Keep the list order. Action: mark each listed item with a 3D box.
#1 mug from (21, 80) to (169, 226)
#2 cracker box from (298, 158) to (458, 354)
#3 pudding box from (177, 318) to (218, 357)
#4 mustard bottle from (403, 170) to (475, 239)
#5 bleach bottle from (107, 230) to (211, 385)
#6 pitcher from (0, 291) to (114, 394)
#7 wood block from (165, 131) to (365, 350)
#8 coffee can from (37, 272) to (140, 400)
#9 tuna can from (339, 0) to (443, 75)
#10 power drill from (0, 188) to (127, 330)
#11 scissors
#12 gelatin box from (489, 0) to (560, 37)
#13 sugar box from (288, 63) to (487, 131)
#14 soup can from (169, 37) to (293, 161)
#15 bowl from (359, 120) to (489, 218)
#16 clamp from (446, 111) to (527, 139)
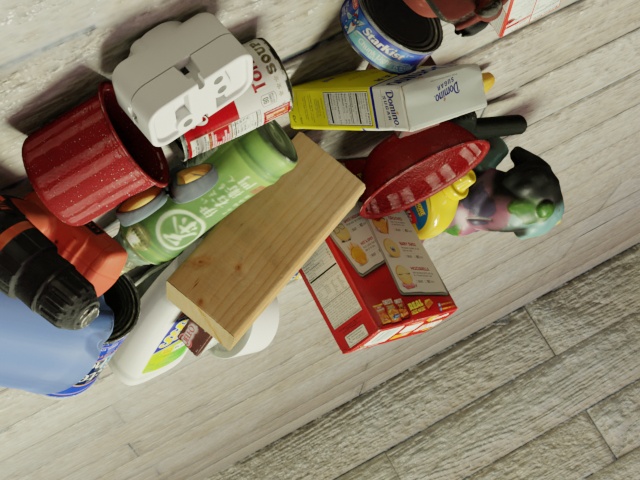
[{"bbox_3d":[-0.173,-0.062,0.841,0.081,0.093,0.117,-29,167,11],"label":"mug"},{"bbox_3d":[0.044,0.015,1.228,0.072,0.214,0.163,-40,161,35],"label":"cracker box"},{"bbox_3d":[-0.100,0.071,1.191,0.089,0.039,0.114,-32,165,-52],"label":"pudding box"},{"bbox_3d":[0.111,-0.044,1.311,0.192,0.096,0.058,-26,163,39],"label":"mustard bottle"},{"bbox_3d":[-0.168,0.072,1.226,0.102,0.068,0.251,-23,160,-38],"label":"bleach bottle"},{"bbox_3d":[-0.312,0.063,0.934,0.149,0.145,0.242,-45,158,7],"label":"pitcher"},{"bbox_3d":[-0.057,0.002,1.092,0.206,0.090,0.091,-50,178,-16],"label":"wood block"},{"bbox_3d":[-0.262,0.094,1.131,0.102,0.103,0.141,-17,159,-39],"label":"coffee can"},{"bbox_3d":[0.059,-0.181,0.894,0.085,0.086,0.034,-15,159,-43],"label":"tuna can"},{"bbox_3d":[-0.219,0.005,0.829,0.057,0.184,0.187,-51,169,2],"label":"power drill"},{"bbox_3d":[-0.138,-0.047,0.906,0.096,0.016,0.202,-29,-165,-13],"label":"scissors"},{"bbox_3d":[0.206,-0.247,1.055,0.073,0.030,0.089,-29,164,-8],"label":"gelatin box"},{"bbox_3d":[0.054,-0.129,0.959,0.093,0.048,0.177,-21,-165,-33],"label":"sugar box"},{"bbox_3d":[-0.081,-0.116,0.874,0.102,0.068,0.068,-27,164,-14],"label":"soup can"},{"bbox_3d":[0.104,-0.087,1.179,0.162,0.055,0.162,-26,167,-7],"label":"bowl"},{"bbox_3d":[0.165,-0.132,1.305,0.165,0.036,0.209,-25,164,13],"label":"clamp"}]
